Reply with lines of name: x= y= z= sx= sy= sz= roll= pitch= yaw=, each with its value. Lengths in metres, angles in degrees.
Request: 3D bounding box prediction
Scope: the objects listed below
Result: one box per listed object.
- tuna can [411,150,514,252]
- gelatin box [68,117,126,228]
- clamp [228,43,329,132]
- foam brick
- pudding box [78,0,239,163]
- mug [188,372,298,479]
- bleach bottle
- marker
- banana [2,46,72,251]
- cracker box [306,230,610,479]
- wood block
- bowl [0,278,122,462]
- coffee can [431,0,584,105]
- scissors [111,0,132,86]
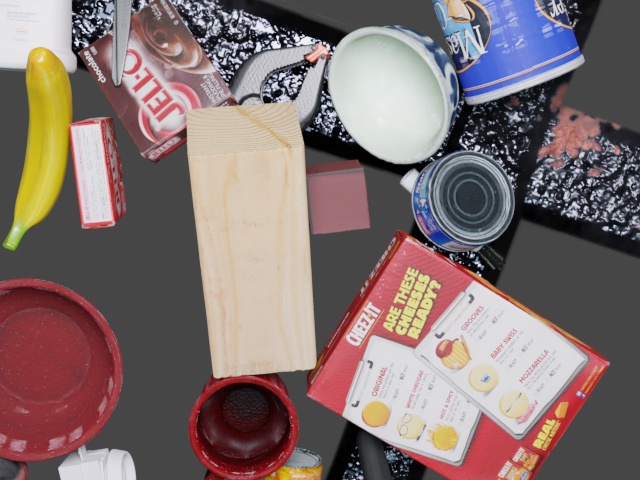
tuna can: x=0.125 y=-0.034 z=0.927 sx=0.086 sy=0.034 sz=0.086 roll=3 pitch=80 yaw=-19
gelatin box: x=-0.187 y=-0.058 z=0.905 sx=0.030 sy=0.073 sz=0.089 roll=-7 pitch=99 yaw=-2
clamp: x=-0.067 y=-0.113 z=0.921 sx=0.120 sy=0.039 sz=0.171 roll=39 pitch=92 yaw=-6
foam brick: x=0.012 y=-0.038 z=0.916 sx=0.053 sy=0.078 sz=0.051 roll=-7 pitch=100 yaw=0
pudding box: x=-0.135 y=-0.135 z=0.896 sx=0.090 sy=0.039 sz=0.113 roll=-34 pitch=75 yaw=2
mug: x=-0.072 y=0.164 z=0.940 sx=0.093 sy=0.081 sz=0.117 roll=24 pitch=97 yaw=-6
bleach bottle: x=-0.248 y=-0.267 z=0.877 sx=0.102 sy=0.068 sz=0.251 roll=4 pitch=96 yaw=-3
marker: x=0.120 y=-0.017 z=0.953 sx=0.121 sy=0.020 sz=0.020 roll=43 pitch=94 yaw=-8
banana: x=-0.229 y=-0.082 z=0.885 sx=0.037 sy=0.069 sz=0.198 roll=14 pitch=126 yaw=-5
cracker box: x=0.118 y=0.115 z=0.948 sx=0.213 sy=0.072 sz=0.164 roll=31 pitch=95 yaw=-6
wood block: x=-0.055 y=0.001 z=0.877 sx=0.090 sy=0.091 sz=0.206 roll=-5 pitch=120 yaw=-4
bowl: x=-0.251 y=0.108 z=0.936 sx=0.162 sy=0.055 sz=0.162 roll=0 pitch=99 yaw=-3
coffee can: x=0.147 y=-0.196 z=0.885 sx=0.103 sy=0.103 sz=0.140 roll=-21 pitch=99 yaw=0
scissors: x=-0.179 y=-0.236 z=0.888 sx=0.096 sy=0.016 sz=0.202 roll=18 pitch=85 yaw=2
